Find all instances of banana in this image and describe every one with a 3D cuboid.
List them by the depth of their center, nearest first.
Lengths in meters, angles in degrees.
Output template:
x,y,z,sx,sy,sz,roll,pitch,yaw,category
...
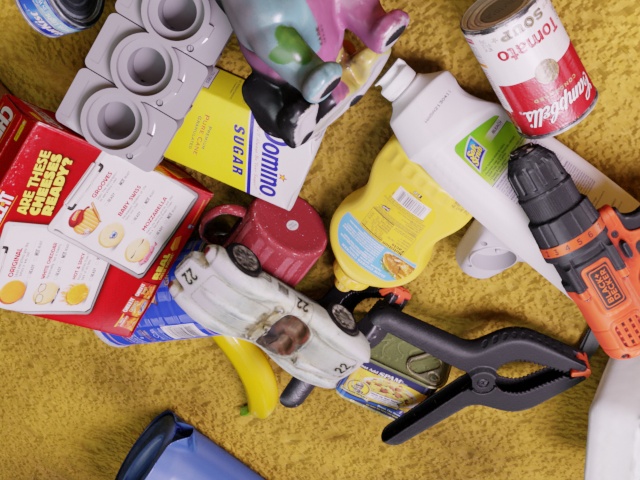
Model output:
x,y,z,sx,sy,sz,roll,pitch,yaw,category
-0.087,0.137,1.175,0.070,0.037,0.198,-1,130,21,banana

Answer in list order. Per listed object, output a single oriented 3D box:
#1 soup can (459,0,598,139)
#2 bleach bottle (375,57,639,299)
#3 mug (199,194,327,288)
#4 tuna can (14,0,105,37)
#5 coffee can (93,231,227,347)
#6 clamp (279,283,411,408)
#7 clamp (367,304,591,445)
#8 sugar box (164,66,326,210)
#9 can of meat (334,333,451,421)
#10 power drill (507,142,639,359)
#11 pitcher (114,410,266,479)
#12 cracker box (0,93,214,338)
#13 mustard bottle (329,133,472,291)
x,y,z,sx,sy,sz,roll,pitch,yaw,category
0.157,-0.136,0.801,0.069,0.068,0.102,-16,123,33,soup can
0.152,-0.061,0.865,0.251,0.102,0.068,40,158,-7,bleach bottle
-0.057,0.001,1.000,0.117,0.093,0.082,28,131,-14,mug
-0.214,-0.212,0.873,0.034,0.086,0.086,-7,128,25,tuna can
-0.152,0.051,1.076,0.141,0.102,0.102,-9,127,28,coffee can
0.009,0.076,1.058,0.172,0.120,0.039,-36,151,21,clamp
0.145,0.117,1.007,0.210,0.036,0.164,-10,123,9,clamp
-0.089,-0.101,0.951,0.176,0.048,0.093,25,135,1,sugar box
0.072,0.135,1.095,0.102,0.057,0.084,25,137,-1,can of meat
0.253,-0.027,0.803,0.188,0.057,0.184,-31,101,5,power drill
-0.133,0.330,1.310,0.242,0.145,0.149,36,165,-16,pitcher
-0.220,-0.015,0.942,0.072,0.164,0.213,37,-171,38,cracker box
0.062,-0.011,0.961,0.096,0.058,0.192,37,134,0,mustard bottle
